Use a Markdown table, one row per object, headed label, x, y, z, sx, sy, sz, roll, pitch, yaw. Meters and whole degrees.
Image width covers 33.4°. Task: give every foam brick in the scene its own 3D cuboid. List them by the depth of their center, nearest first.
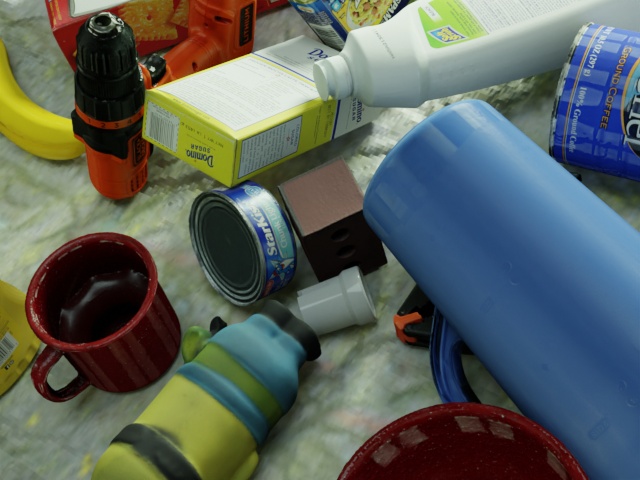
| label | x | y | z | sx | sy | sz | roll | pitch | yaw |
| --- | --- | --- | --- | --- | --- | --- | --- | --- | --- |
| foam brick | 0.009 | -0.010 | 0.754 | 0.053 | 0.078 | 0.051 | -26 | 56 | -2 |

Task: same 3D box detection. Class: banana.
| label | x | y | z | sx | sy | sz | roll | pitch | yaw |
| --- | --- | --- | --- | --- | --- | --- | --- | --- | --- |
| banana | -0.255 | -0.118 | 0.916 | 0.198 | 0.037 | 0.069 | 37 | 49 | 28 |

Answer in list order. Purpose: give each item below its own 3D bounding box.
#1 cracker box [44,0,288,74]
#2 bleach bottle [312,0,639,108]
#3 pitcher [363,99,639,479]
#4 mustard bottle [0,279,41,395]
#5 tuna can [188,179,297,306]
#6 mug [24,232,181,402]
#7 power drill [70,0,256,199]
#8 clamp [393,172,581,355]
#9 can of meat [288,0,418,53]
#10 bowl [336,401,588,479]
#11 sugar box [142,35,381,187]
| label | x | y | z | sx | sy | sz | roll | pitch | yaw |
| --- | --- | --- | --- | --- | --- | --- | --- | --- | --- |
| cracker box | -0.142 | -0.253 | 0.955 | 0.213 | 0.072 | 0.164 | -20 | 55 | -1 |
| bleach bottle | 0.111 | -0.156 | 0.799 | 0.250 | 0.068 | 0.103 | -18 | 46 | -14 |
| pitcher | 0.132 | 0.039 | 0.640 | 0.149 | 0.145 | 0.243 | -35 | 68 | -16 |
| mustard bottle | -0.259 | 0.038 | 0.715 | 0.058 | 0.191 | 0.096 | 28 | 67 | 27 |
| tuna can | -0.055 | 0.001 | 0.755 | 0.033 | 0.086 | 0.086 | -24 | 51 | -35 |
| mug | -0.153 | 0.063 | 0.741 | 0.093 | 0.081 | 0.117 | 25 | 66 | 26 |
| power drill | -0.120 | -0.143 | 0.820 | 0.057 | 0.184 | 0.187 | 31 | 58 | 11 |
| clamp | 0.135 | 0.035 | 0.719 | 0.171 | 0.039 | 0.120 | -32 | 54 | -4 |
| can of meat | 0.028 | -0.204 | 0.859 | 0.058 | 0.083 | 0.102 | 26 | 77 | 46 |
| bowl | 0.082 | 0.175 | 0.595 | 0.162 | 0.055 | 0.162 | -11 | 61 | 20 |
| sugar box | -0.038 | -0.101 | 0.801 | 0.093 | 0.048 | 0.175 | 31 | 37 | 29 |
